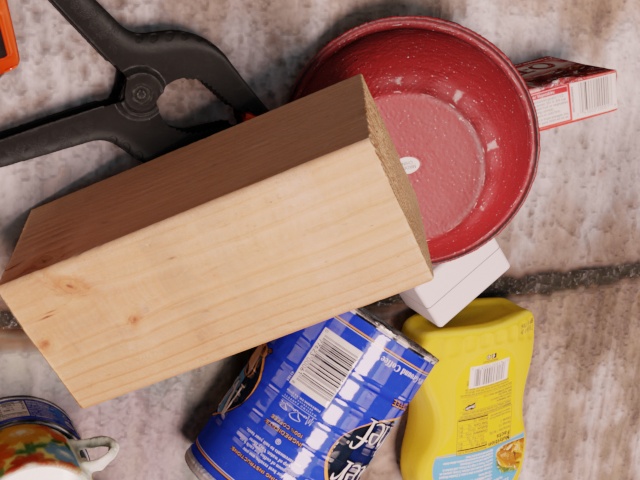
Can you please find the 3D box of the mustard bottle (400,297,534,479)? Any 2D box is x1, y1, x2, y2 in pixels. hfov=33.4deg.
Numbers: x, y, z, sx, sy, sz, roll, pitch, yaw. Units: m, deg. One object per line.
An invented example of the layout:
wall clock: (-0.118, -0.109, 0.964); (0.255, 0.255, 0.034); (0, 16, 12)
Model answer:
mustard bottle: (0.104, 0.141, 0.768); (0.096, 0.058, 0.192); (-11, 111, -28)

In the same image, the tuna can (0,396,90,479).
tuna can: (-0.182, 0.140, 0.641); (0.086, 0.034, 0.086); (-8, 110, -24)

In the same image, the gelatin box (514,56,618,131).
gelatin box: (0.136, -0.095, 0.699); (0.089, 0.073, 0.030); (-16, 112, -20)

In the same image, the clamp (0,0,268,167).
clamp: (-0.108, -0.095, 0.599); (0.171, 0.039, 0.120); (2, 111, -24)

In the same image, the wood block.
wood block: (-0.054, 0.001, 0.578); (0.206, 0.091, 0.090); (-21, 119, 11)

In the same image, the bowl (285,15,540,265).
bowl: (0.052, -0.050, 0.639); (0.162, 0.055, 0.162); (2, 110, 6)

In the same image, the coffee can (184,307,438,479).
coffee can: (-0.006, 0.106, 0.677); (0.102, 0.103, 0.140); (33, 90, -31)
